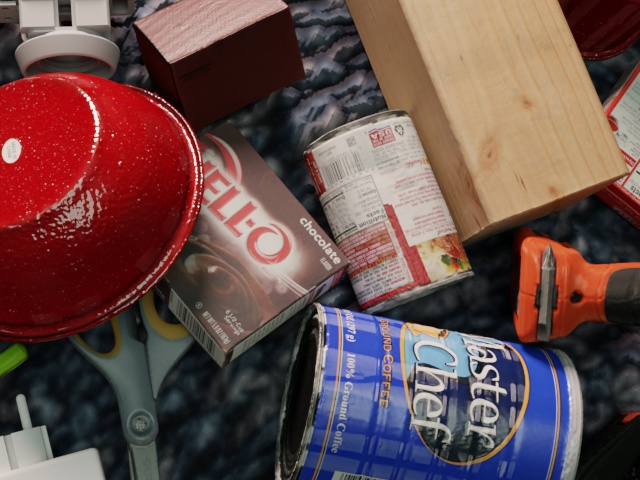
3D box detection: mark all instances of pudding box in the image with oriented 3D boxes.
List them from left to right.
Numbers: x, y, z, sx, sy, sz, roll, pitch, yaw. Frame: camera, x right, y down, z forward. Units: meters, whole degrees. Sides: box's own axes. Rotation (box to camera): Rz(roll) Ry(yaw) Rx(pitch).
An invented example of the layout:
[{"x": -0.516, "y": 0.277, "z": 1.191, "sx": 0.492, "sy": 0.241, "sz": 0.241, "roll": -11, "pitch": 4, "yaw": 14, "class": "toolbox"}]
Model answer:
[{"x": -0.054, "y": 0.001, "z": 0.592, "sx": 0.090, "sy": 0.039, "sz": 0.113, "roll": -35, "pitch": 79, "yaw": -23, "class": "pudding box"}]

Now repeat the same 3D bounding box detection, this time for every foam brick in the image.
[{"x": -0.057, "y": -0.109, "z": 0.609, "sx": 0.078, "sy": 0.053, "sz": 0.051, "roll": -28, "pitch": 48, "yaw": -15, "class": "foam brick"}]

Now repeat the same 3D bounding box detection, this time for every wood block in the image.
[{"x": 0.086, "y": -0.110, "z": 0.626, "sx": 0.090, "sy": 0.091, "sz": 0.206, "roll": -20, "pitch": 83, "yaw": -14, "class": "wood block"}]

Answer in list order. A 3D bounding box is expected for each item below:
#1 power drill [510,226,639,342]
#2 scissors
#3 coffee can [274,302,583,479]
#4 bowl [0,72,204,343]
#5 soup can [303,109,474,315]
[{"x": 0.203, "y": 0.024, "z": 0.602, "sx": 0.188, "sy": 0.184, "sz": 0.057, "roll": 1, "pitch": 96, "yaw": 9, "class": "power drill"}, {"x": -0.083, "y": 0.088, "z": 0.583, "sx": 0.096, "sy": 0.016, "sz": 0.202, "roll": -20, "pitch": 76, "yaw": -18, "class": "scissors"}, {"x": 0.055, "y": 0.097, "z": 0.574, "sx": 0.140, "sy": 0.103, "sz": 0.103, "roll": 12, "pitch": 78, "yaw": -8, "class": "coffee can"}, {"x": -0.144, "y": -0.031, "z": 0.550, "sx": 0.162, "sy": 0.055, "sz": 0.162, "roll": -8, "pitch": 59, "yaw": 12, "class": "bowl"}, {"x": 0.038, "y": -0.015, "z": 0.610, "sx": 0.068, "sy": 0.068, "sz": 0.102, "roll": -19, "pitch": 83, "yaw": -13, "class": "soup can"}]
